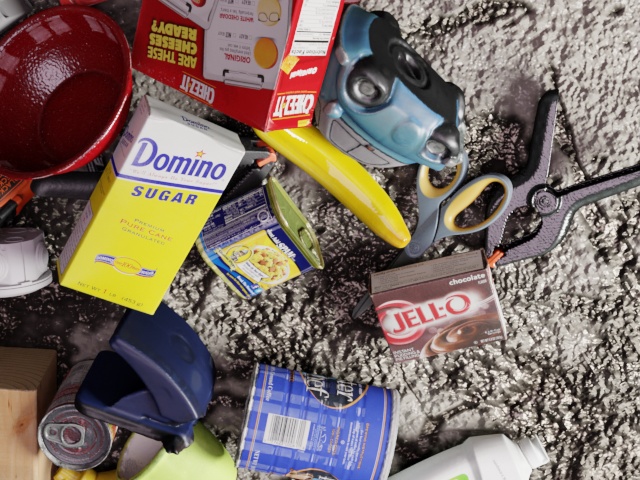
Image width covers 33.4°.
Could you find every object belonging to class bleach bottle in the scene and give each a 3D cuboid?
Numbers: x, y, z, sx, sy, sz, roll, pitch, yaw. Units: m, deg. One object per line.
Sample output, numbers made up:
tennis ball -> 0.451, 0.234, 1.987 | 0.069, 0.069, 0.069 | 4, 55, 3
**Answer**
bleach bottle -> 0.116, 0.272, 1.074 | 0.251, 0.068, 0.102 | -29, 106, 7

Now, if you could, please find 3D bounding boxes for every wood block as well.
wood block -> -0.310, 0.217, 1.043 | 0.090, 0.091, 0.206 | 4, 109, -1

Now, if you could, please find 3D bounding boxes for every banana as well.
banana -> 0.003, -0.064, 0.959 | 0.197, 0.069, 0.037 | 36, 122, -22

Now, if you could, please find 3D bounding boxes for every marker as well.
marker -> -0.210, -0.082, 0.979 | 0.020, 0.020, 0.121 | -13, 108, 5

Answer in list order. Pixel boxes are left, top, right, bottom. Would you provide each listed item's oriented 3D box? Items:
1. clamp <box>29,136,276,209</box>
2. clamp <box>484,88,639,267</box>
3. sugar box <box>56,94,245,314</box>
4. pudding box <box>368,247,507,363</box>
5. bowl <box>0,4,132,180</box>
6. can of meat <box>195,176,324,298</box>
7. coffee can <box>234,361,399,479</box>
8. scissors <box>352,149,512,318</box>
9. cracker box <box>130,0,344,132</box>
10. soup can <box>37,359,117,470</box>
clamp -> -0.142, -0.043, 0.960 | 0.210, 0.036, 0.164 | -31, 134, 7
clamp -> 0.216, -0.039, 0.977 | 0.120, 0.039, 0.172 | 32, 112, 7
sugar box -> -0.147, -0.028, 0.916 | 0.093, 0.048, 0.176 | 21, 114, -28
pudding box -> 0.110, 0.062, 0.999 | 0.113, 0.039, 0.090 | -15, 126, 10
bowl -> -0.219, -0.117, 0.910 | 0.162, 0.055, 0.162 | -8, 69, 20
can of meat -> -0.056, 0.001, 0.971 | 0.084, 0.057, 0.102 | -25, 140, 11
coffee can -> -0.004, 0.180, 1.022 | 0.140, 0.103, 0.103 | 12, 108, -3
scissors -> 0.084, -0.014, 0.999 | 0.202, 0.016, 0.096 | -33, 88, 23
cracker box -> -0.058, -0.216, 0.863 | 0.164, 0.071, 0.214 | 29, 115, 31
soup can -> -0.224, 0.164, 1.018 | 0.068, 0.102, 0.068 | 0, 109, 0
